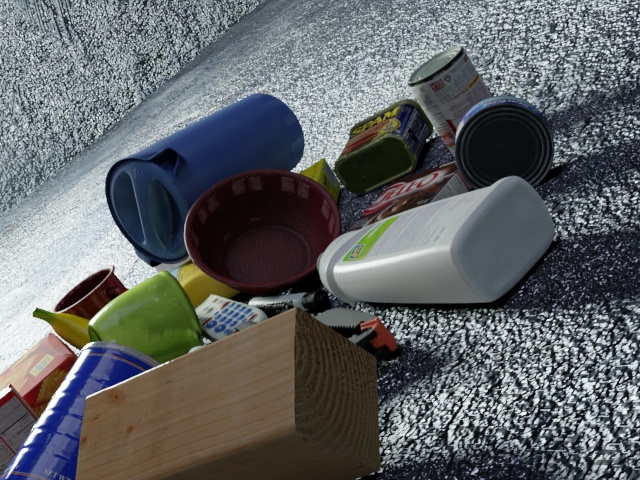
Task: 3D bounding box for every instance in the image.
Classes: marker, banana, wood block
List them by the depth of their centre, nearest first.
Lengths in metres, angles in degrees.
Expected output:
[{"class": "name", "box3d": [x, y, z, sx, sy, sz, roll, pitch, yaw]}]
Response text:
[{"class": "wood block", "box3d": [-0.068, 0.134, 0.748, 0.206, 0.090, 0.090, -25, 48, 31]}, {"class": "marker", "box3d": [-0.031, 0.061, 1.033, 0.020, 0.020, 0.121, -46, 20, -30]}, {"class": "banana", "box3d": [-0.242, 0.119, 1.184, 0.198, 0.069, 0.037, 18, 95, 40]}]

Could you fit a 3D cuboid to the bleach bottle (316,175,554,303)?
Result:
[{"class": "bleach bottle", "box3d": [0.076, 0.009, 0.901, 0.102, 0.068, 0.251, -44, 17, -25]}]

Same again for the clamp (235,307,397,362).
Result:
[{"class": "clamp", "box3d": [-0.030, 0.111, 0.873, 0.210, 0.036, 0.164, -19, 30, 42]}]

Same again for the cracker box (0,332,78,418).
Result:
[{"class": "cracker box", "box3d": [-0.349, 0.201, 1.175, 0.213, 0.072, 0.164, -41, 17, -13]}]

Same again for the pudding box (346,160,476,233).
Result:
[{"class": "pudding box", "box3d": [0.091, -0.031, 1.012, 0.114, 0.039, 0.089, -14, 27, 49]}]

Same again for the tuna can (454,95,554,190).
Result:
[{"class": "tuna can", "box3d": [0.161, -0.083, 0.940, 0.086, 0.086, 0.033, -30, 16, 18]}]

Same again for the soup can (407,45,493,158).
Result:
[{"class": "soup can", "box3d": [0.142, -0.138, 1.090, 0.068, 0.102, 0.068, -32, 17, 11]}]

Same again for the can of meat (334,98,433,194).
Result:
[{"class": "can of meat", "box3d": [0.071, -0.105, 1.215, 0.102, 0.057, 0.083, -25, 23, 32]}]

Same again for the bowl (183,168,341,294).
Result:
[{"class": "bowl", "box3d": [-0.057, 0.001, 1.103, 0.162, 0.055, 0.162, -3, 49, 3]}]

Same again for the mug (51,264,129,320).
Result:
[{"class": "mug", "box3d": [-0.253, 0.086, 1.279, 0.117, 0.081, 0.093, -20, 23, 41]}]

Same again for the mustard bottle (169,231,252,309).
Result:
[{"class": "mustard bottle", "box3d": [-0.146, 0.055, 1.199, 0.192, 0.058, 0.096, -31, 24, 15]}]

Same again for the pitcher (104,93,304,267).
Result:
[{"class": "pitcher", "box3d": [-0.130, -0.076, 1.270, 0.149, 0.145, 0.242, -8, 22, 42]}]

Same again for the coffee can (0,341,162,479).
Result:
[{"class": "coffee can", "box3d": [-0.182, 0.167, 0.862, 0.103, 0.102, 0.140, -19, 34, 43]}]

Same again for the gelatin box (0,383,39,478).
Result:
[{"class": "gelatin box", "box3d": [-0.314, 0.202, 1.077, 0.073, 0.089, 0.030, -39, 16, -11]}]
